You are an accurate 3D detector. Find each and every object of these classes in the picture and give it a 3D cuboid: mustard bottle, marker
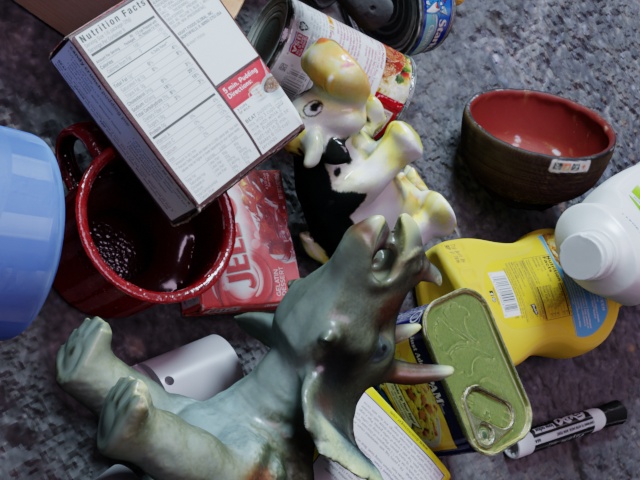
[{"bbox_3d":[0.162,0.040,0.777,0.191,0.058,0.096,-7,70,-34],"label":"mustard bottle"},{"bbox_3d":[0.183,0.138,0.786,0.120,0.020,0.020,-9,80,-34],"label":"marker"}]

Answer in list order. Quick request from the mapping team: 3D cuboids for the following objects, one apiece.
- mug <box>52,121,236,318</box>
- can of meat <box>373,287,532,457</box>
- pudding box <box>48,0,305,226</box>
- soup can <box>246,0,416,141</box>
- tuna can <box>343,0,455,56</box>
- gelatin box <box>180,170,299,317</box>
[{"bbox_3d":[-0.114,-0.012,0.602,0.093,0.082,0.117,-37,97,-35],"label":"mug"},{"bbox_3d":[0.076,0.090,0.691,0.057,0.084,0.102,-22,88,-36],"label":"can of meat"},{"bbox_3d":[-0.074,-0.079,0.570,0.089,0.039,0.113,-41,99,-30],"label":"pudding box"},{"bbox_3d":[0.004,-0.114,0.718,0.102,0.069,0.068,22,65,-25],"label":"soup can"},{"bbox_3d":[0.054,-0.172,0.757,0.033,0.086,0.086,-23,89,-34],"label":"tuna can"},{"bbox_3d":[-0.054,0.001,0.668,0.073,0.030,0.089,-3,77,-33],"label":"gelatin box"}]
